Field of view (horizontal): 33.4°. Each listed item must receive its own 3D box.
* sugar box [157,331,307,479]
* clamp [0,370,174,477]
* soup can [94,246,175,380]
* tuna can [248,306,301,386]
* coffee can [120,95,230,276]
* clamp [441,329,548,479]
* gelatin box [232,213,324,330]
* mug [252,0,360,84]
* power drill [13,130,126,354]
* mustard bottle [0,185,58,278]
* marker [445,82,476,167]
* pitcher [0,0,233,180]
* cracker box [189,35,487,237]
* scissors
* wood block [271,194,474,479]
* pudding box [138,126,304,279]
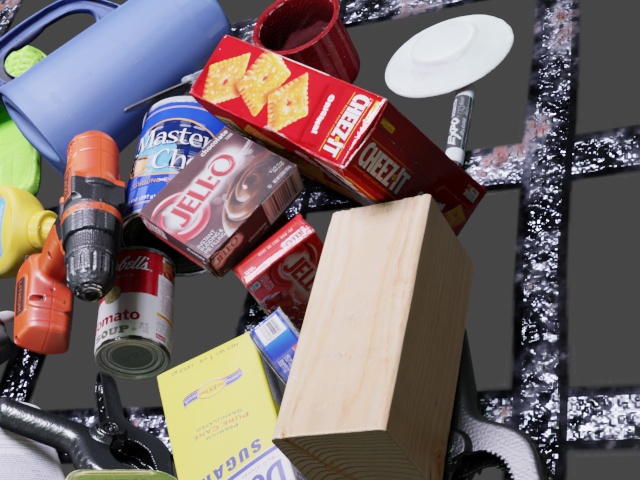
[{"bbox_3d":[-0.067,0.165,0.840,0.093,0.048,0.176,-27,45,6],"label":"sugar box"},{"bbox_3d":[-0.187,0.166,0.872,0.120,0.039,0.172,-11,32,-38],"label":"clamp"},{"bbox_3d":[-0.166,0.065,0.959,0.068,0.068,0.102,-16,49,15],"label":"soup can"},{"bbox_3d":[-0.019,0.096,0.843,0.033,0.086,0.086,-39,46,-3],"label":"tuna can"},{"bbox_3d":[-0.131,-0.051,1.010,0.103,0.102,0.140,-9,51,21],"label":"coffee can"},{"bbox_3d":[0.087,0.161,0.768,0.164,0.036,0.210,-38,42,-3],"label":"clamp"},{"bbox_3d":[-0.022,0.032,0.894,0.073,0.089,0.030,-38,47,-5],"label":"gelatin box"},{"bbox_3d":[-0.021,-0.187,1.077,0.117,0.081,0.093,-25,46,7],"label":"mug"},{"bbox_3d":[-0.225,0.021,0.963,0.188,0.057,0.184,-54,31,39],"label":"power drill"},{"bbox_3d":[-0.340,-0.009,1.108,0.192,0.058,0.096,-1,82,27],"label":"mustard bottle"},{"bbox_3d":[0.125,-0.093,0.967,0.020,0.020,0.121,-4,53,25],"label":"marker"},{"bbox_3d":[-0.220,-0.185,1.141,0.242,0.149,0.145,-42,50,-15],"label":"pitcher"},{"bbox_3d":[0.012,-0.084,0.909,0.214,0.164,0.072,31,89,44],"label":"cracker box"},{"bbox_3d":[-0.132,-0.158,1.093,0.201,0.016,0.096,-32,3,-30],"label":"scissors"},{"bbox_3d":[0.044,0.077,0.781,0.090,0.090,0.206,-11,45,29],"label":"wood block"},{"bbox_3d":[-0.082,-0.033,0.898,0.090,0.039,0.113,31,67,32],"label":"pudding box"}]
